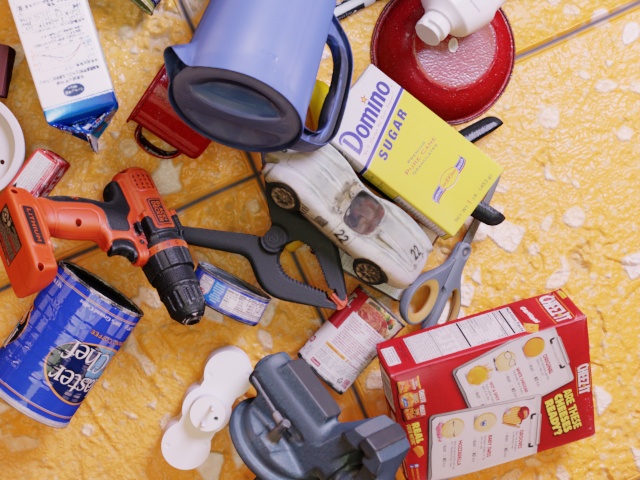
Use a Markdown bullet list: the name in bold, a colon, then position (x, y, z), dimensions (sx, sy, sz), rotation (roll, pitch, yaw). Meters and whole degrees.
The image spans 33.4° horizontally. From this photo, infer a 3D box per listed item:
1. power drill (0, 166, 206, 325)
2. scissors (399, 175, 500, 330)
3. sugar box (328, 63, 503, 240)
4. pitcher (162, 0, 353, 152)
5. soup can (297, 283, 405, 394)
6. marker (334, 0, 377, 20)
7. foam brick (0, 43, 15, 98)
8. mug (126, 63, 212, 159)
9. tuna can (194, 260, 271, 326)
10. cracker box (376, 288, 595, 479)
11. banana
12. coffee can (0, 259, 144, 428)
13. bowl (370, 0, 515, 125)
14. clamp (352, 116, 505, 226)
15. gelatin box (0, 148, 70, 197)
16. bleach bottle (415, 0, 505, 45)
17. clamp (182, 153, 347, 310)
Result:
- **power drill**: position (-0.213, 0.010, 1.038), dimensions (0.057, 0.187, 0.184), rotation (-48, 59, 36)
- **scissors**: position (0.138, 0.016, 1.153), dimensions (0.096, 0.016, 0.202), rotation (13, 94, -43)
- **sugar box**: position (0.090, -0.091, 1.100), dimensions (0.176, 0.048, 0.093), rotation (38, 81, -4)
- **pitcher**: position (-0.041, -0.211, 1.045), dimensions (0.145, 0.149, 0.242), rotation (9, 63, 17)
- **soup can**: position (0.033, 0.106, 1.141), dimensions (0.068, 0.068, 0.102), rotation (42, 89, -8)
- **marker**: position (0.027, -0.248, 1.138), dimensions (0.121, 0.020, 0.020), rotation (-27, 97, -4)
- **foam brick**: position (-0.354, -0.178, 1.083), dimensions (0.078, 0.051, 0.053), rotation (11, 92, -8)
- **mug**: position (-0.147, -0.129, 1.099), dimensions (0.081, 0.093, 0.117), rotation (34, 121, -13)
- **tuna can**: position (-0.096, 0.056, 1.113), dimensions (0.086, 0.086, 0.034), rotation (27, 92, -8)
- **cracker box**: position (0.176, 0.158, 1.135), dimensions (0.213, 0.072, 0.164), rotation (-16, 121, -6)
- **banana**: position (-0.004, -0.086, 1.141), dimensions (0.070, 0.037, 0.198), rotation (2, 93, 12)
- **coffee can**: position (-0.262, 0.105, 1.088), dimensions (0.102, 0.103, 0.140), rotation (35, 89, -8)
- **bowl**: position (0.137, -0.204, 1.137), dimensions (0.162, 0.055, 0.162), rotation (0, 94, -6)
- **clamp**: position (0.121, -0.086, 1.150), dimensions (0.171, 0.039, 0.120), rotation (10, 73, -3)
- **gelatin box**: position (-0.295, -0.051, 1.087), dimensions (0.030, 0.073, 0.089), rotation (37, 89, -5)
- **bleach bottle**: position (0.172, -0.303, 1.093), dimensions (0.102, 0.068, 0.250), rotation (40, 72, -8)
- **clamp**: position (-0.057, 0.001, 1.117), dimensions (0.164, 0.036, 0.210), rotation (-39, 85, 7)
